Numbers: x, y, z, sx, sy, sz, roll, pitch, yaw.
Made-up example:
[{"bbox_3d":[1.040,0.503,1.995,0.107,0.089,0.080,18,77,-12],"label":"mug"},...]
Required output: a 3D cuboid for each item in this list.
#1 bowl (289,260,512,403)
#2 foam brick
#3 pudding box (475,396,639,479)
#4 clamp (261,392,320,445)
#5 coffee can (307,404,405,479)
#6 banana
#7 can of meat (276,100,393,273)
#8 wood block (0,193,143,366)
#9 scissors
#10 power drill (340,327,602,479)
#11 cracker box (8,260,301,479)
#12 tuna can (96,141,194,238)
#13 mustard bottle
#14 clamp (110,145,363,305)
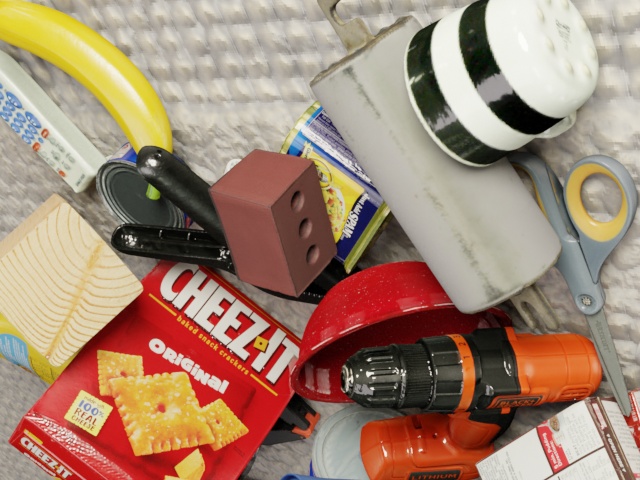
[{"bbox_3d":[0.051,0.060,0.761,0.162,0.055,0.162,-11,152,-6],"label":"bowl"},{"bbox_3d":[-0.029,-0.012,0.699,0.051,0.052,0.078,14,136,34],"label":"foam brick"},{"bbox_3d":[0.169,0.171,0.736,0.039,0.090,0.114,10,140,-40],"label":"pudding box"},{"bbox_3d":[-0.088,0.156,1.013,0.171,0.039,0.120,26,132,9],"label":"clamp"},{"bbox_3d":[0.036,0.225,0.948,0.103,0.102,0.140,27,142,14],"label":"coffee can"},{"bbox_3d":[-0.173,-0.119,0.792,0.070,0.037,0.198,-43,92,17],"label":"banana"},{"bbox_3d":[0.013,-0.039,0.726,0.084,0.057,0.102,36,143,5],"label":"can of meat"},{"bbox_3d":[-0.217,0.025,0.877,0.090,0.090,0.206,49,171,-14],"label":"wood block"},{"bbox_3d":[0.182,0.025,0.671,0.096,0.016,0.201,-24,106,44],"label":"scissors"},{"bbox_3d":[0.087,0.123,0.773,0.184,0.057,0.188,0,151,-15],"label":"power drill"},{"bbox_3d":[-0.122,0.128,0.882,0.164,0.213,0.072,39,142,-3],"label":"cracker box"},{"bbox_3d":[-0.138,-0.039,0.865,0.086,0.033,0.086,22,141,19],"label":"tuna can"},{"bbox_3d":[-0.263,0.102,1.022,0.192,0.058,0.096,25,152,15],"label":"mustard bottle"},{"bbox_3d":[-0.055,0.001,0.792,0.210,0.036,0.165,19,156,-2],"label":"clamp"}]
